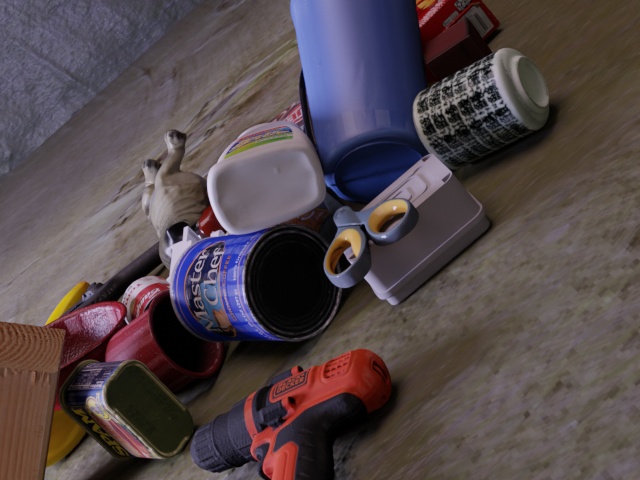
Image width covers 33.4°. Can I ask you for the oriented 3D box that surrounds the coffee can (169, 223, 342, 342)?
[{"bbox_3d":[-0.061,0.042,0.977,0.141,0.102,0.102,-8,39,56],"label":"coffee can"}]

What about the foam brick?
[{"bbox_3d":[0.146,-0.169,1.051,0.053,0.078,0.051,-32,23,21],"label":"foam brick"}]

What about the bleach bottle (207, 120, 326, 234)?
[{"bbox_3d":[-0.056,-0.073,1.017,0.102,0.068,0.251,-18,14,-2],"label":"bleach bottle"}]

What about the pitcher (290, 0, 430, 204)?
[{"bbox_3d":[0.040,-0.152,1.062,0.145,0.149,0.243,-11,53,7],"label":"pitcher"}]

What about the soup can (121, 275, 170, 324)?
[{"bbox_3d":[-0.172,0.077,1.152,0.068,0.068,0.102,-47,21,-11],"label":"soup can"}]

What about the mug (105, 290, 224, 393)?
[{"bbox_3d":[-0.148,0.106,1.046,0.082,0.093,0.117,-35,-9,31],"label":"mug"}]

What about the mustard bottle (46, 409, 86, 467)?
[{"bbox_3d":[-0.317,0.193,1.201,0.096,0.058,0.192,-46,21,-13],"label":"mustard bottle"}]

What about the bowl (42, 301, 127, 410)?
[{"bbox_3d":[-0.262,0.128,1.105,0.162,0.055,0.162,-23,18,8],"label":"bowl"}]

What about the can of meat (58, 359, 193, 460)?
[{"bbox_3d":[-0.174,0.153,0.966,0.084,0.102,0.057,-12,36,50],"label":"can of meat"}]

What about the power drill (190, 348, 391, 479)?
[{"bbox_3d":[-0.040,0.170,0.756,0.185,0.057,0.187,-31,24,28],"label":"power drill"}]

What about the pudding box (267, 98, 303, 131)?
[{"bbox_3d":[-0.045,-0.133,1.373,0.114,0.039,0.090,-36,22,16],"label":"pudding box"}]

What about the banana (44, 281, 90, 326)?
[{"bbox_3d":[-0.344,0.121,1.415,0.070,0.037,0.198,-40,18,15],"label":"banana"}]

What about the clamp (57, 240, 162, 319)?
[{"bbox_3d":[-0.286,0.077,1.363,0.165,0.036,0.209,-30,12,37],"label":"clamp"}]

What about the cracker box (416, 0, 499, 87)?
[{"bbox_3d":[0.092,-0.226,1.263,0.164,0.072,0.214,-45,21,-4],"label":"cracker box"}]

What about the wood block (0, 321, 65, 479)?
[{"bbox_3d":[-0.295,0.186,0.980,0.090,0.090,0.206,-111,32,-67],"label":"wood block"}]

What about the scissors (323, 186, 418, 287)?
[{"bbox_3d":[0.037,-0.026,0.891,0.096,0.016,0.201,-34,22,18],"label":"scissors"}]
